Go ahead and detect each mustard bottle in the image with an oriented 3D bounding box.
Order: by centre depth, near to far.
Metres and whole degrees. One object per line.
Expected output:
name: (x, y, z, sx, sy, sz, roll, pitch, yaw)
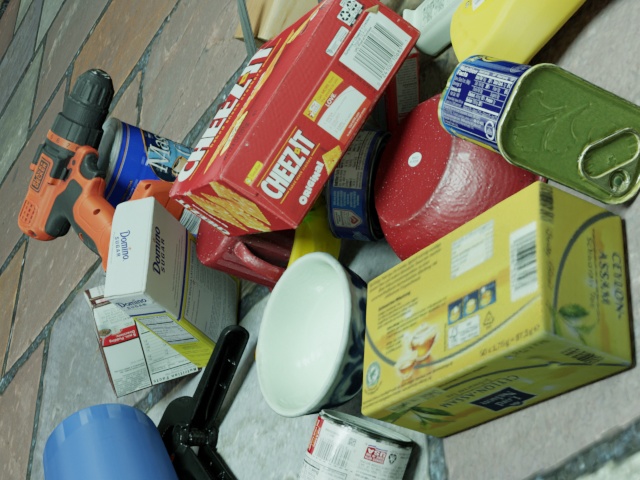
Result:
mustard bottle: (0.162, -0.190, 0.684, 0.192, 0.058, 0.096, -48, 15, 37)

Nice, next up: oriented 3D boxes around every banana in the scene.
banana: (-0.017, 0.025, 0.862, 0.037, 0.069, 0.198, 44, 144, 27)

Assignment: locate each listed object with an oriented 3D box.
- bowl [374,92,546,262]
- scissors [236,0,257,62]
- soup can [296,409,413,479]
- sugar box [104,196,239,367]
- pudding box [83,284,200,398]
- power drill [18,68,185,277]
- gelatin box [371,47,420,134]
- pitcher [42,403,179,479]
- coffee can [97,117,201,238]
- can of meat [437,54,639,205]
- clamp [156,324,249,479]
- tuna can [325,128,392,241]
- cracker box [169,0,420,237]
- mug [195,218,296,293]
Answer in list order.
bowl: (0.085, -0.045, 0.740, 0.162, 0.055, 0.162, -42, 38, 43)
scissors: (-0.044, -0.123, 0.970, 0.096, 0.016, 0.202, 44, 148, 44)
soup can: (0.015, 0.171, 0.710, 0.069, 0.068, 0.102, 12, 83, 64)
sugar box: (-0.131, 0.042, 0.966, 0.048, 0.176, 0.093, -10, 60, 21)
pudding box: (-0.174, 0.090, 1.050, 0.039, 0.090, 0.113, -129, 26, -57)
power drill: (-0.209, -0.057, 1.035, 0.188, 0.057, 0.184, 34, 106, 39)
gelatin box: (0.055, -0.130, 0.849, 0.089, 0.030, 0.073, -114, 16, -56)
pitcher: (-0.167, 0.261, 0.900, 0.149, 0.145, 0.243, -35, 38, 2)
coffee can: (-0.177, -0.061, 1.154, 0.103, 0.140, 0.103, -42, 38, 44)
can of meat: (0.129, -0.067, 0.620, 0.057, 0.102, 0.084, -67, 24, 7)
clamp: (-0.114, 0.173, 0.984, 0.210, 0.036, 0.164, -28, 54, 57)
tuna can: (0.033, -0.042, 0.807, 0.034, 0.086, 0.086, 6, 73, 18)
cracker box: (-0.030, -0.089, 0.797, 0.164, 0.072, 0.214, -58, 15, -10)
mug: (-0.056, 0.001, 0.947, 0.093, 0.081, 0.117, -59, 28, 21)
